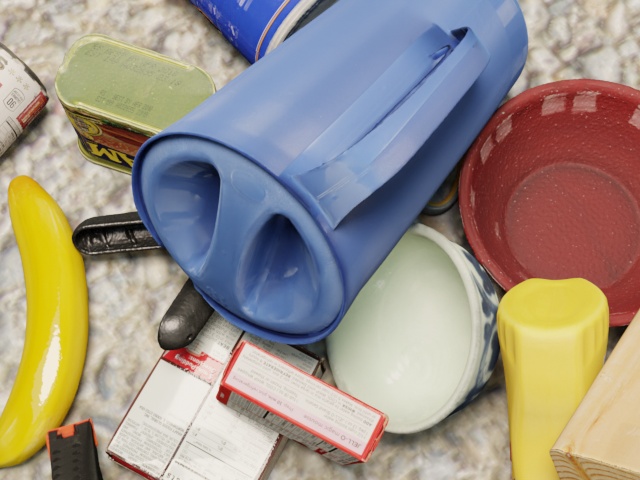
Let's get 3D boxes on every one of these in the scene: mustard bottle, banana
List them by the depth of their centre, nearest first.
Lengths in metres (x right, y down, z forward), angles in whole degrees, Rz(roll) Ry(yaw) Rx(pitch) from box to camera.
[{"bbox_3d":[0.130,0.123,0.588,0.058,0.096,0.191,-2,104,14],"label":"mustard bottle"},{"bbox_3d":[-0.176,0.052,0.658,0.069,0.037,0.198,5,71,2],"label":"banana"}]

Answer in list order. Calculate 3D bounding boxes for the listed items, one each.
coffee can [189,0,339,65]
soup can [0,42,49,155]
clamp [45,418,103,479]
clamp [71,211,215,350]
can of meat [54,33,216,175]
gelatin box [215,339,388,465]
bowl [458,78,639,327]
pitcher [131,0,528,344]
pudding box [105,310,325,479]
[{"bbox_3d":[-0.041,-0.182,0.701,0.102,0.103,0.140,-40,75,-12],"label":"coffee can"},{"bbox_3d":[-0.233,-0.077,0.686,0.068,0.068,0.102,35,74,11],"label":"soup can"},{"bbox_3d":[-0.114,0.186,0.561,0.036,0.165,0.210,-14,62,-12],"label":"clamp"},{"bbox_3d":[-0.054,0.001,0.652,0.171,0.039,0.120,-23,52,-16],"label":"clamp"},{"bbox_3d":[-0.111,-0.080,0.677,0.102,0.084,0.057,19,72,6],"label":"can of meat"},{"bbox_3d":[-0.012,0.091,0.584,0.089,0.073,0.030,27,74,1],"label":"gelatin box"},{"bbox_3d":[0.164,-0.018,0.667,0.162,0.055,0.162,0,71,1],"label":"bowl"},{"bbox_3d":[0.025,-0.068,0.592,0.149,0.145,0.242,23,50,26],"label":"pitcher"},{"bbox_3d":[-0.061,0.101,0.640,0.090,0.039,0.113,28,75,8],"label":"pudding box"}]
